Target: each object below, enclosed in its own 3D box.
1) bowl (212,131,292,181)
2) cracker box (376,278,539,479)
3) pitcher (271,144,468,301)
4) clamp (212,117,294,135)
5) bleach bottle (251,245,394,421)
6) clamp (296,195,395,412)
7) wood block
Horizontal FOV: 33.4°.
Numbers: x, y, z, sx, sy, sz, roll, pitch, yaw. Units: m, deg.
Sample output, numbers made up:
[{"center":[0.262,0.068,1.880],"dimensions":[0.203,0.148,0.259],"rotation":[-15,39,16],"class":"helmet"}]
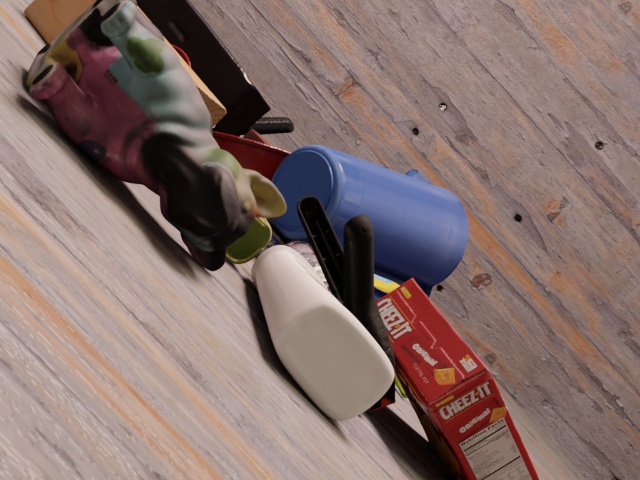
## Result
[{"center":[-0.086,-0.082,1.257],"dimensions":[0.162,0.055,0.162],"rotation":[15,-3,1],"class":"bowl"},{"center":[0.132,0.166,1.059],"dimensions":[0.213,0.072,0.164],"rotation":[61,-5,-36],"class":"cracker box"},{"center":[0.055,-0.018,1.234],"dimensions":[0.242,0.145,0.149],"rotation":[18,22,-48],"class":"pitcher"},{"center":[-0.118,-0.154,1.472],"dimensions":[0.171,0.120,0.039],"rotation":[37,11,-47],"class":"clamp"},{"center":[-0.011,0.064,0.937],"dimensions":[0.102,0.068,0.251],"rotation":[51,1,-17],"class":"bleach bottle"},{"center":[0.035,0.059,0.981],"dimensions":[0.165,0.036,0.210],"rotation":[-171,-116,-75],"class":"clamp"},{"center":[-0.200,-0.182,1.089],"dimensions":[0.206,0.090,0.090],"rotation":[50,6,26],"class":"wood block"}]
